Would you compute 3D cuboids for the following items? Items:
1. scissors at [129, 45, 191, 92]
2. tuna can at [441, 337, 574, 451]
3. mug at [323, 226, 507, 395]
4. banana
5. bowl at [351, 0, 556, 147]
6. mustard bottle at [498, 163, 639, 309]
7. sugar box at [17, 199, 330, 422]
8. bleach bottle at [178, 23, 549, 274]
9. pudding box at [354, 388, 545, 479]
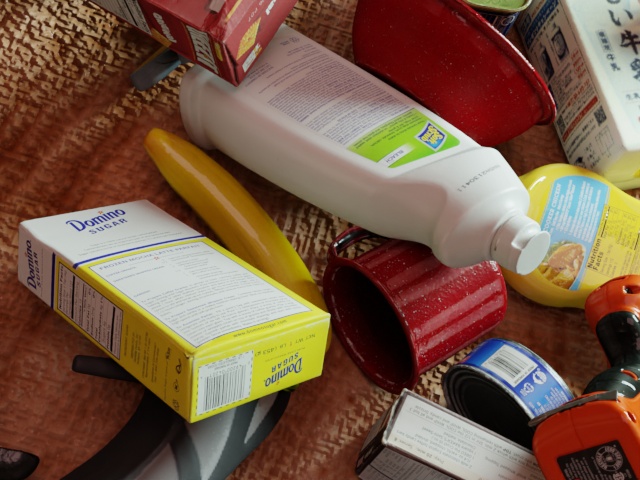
[{"bbox_3d":[-0.051,-0.170,0.742,0.201,0.096,0.016,-45,112,-22],"label":"scissors"},{"bbox_3d":[0.116,0.101,0.645,0.033,0.086,0.086,-36,77,-24],"label":"tuna can"},{"bbox_3d":[0.054,0.030,0.670,0.081,0.093,0.117,-27,50,-25],"label":"mug"},{"bbox_3d":[-0.044,0.006,0.674,0.037,0.069,0.198,-40,67,16],"label":"banana"},{"bbox_3d":[0.075,-0.109,0.706,0.162,0.162,0.055,38,88,8],"label":"bowl"},{"bbox_3d":[0.174,0.002,0.714,0.191,0.058,0.096,22,75,0],"label":"mustard bottle"},{"bbox_3d":[-0.088,0.032,0.603,0.093,0.048,0.176,-13,29,-40],"label":"sugar box"},{"bbox_3d":[0.027,-0.049,0.653,0.102,0.068,0.251,-35,51,-25],"label":"bleach bottle"},{"bbox_3d":[0.082,0.136,0.621,0.113,0.090,0.039,24,65,1],"label":"pudding box"}]
